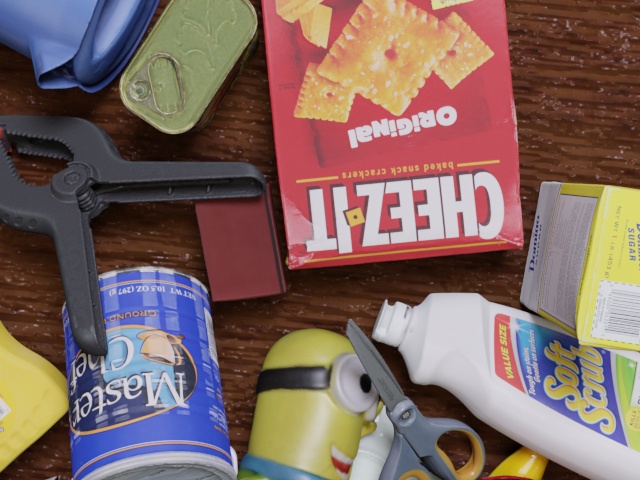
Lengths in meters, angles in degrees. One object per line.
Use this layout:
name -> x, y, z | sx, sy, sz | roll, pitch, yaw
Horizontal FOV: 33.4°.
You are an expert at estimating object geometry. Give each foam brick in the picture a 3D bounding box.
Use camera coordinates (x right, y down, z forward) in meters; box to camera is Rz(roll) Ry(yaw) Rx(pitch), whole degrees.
foam brick -> -0.055, 0.001, 0.752 | 0.051, 0.053, 0.078 | -10, 93, 1

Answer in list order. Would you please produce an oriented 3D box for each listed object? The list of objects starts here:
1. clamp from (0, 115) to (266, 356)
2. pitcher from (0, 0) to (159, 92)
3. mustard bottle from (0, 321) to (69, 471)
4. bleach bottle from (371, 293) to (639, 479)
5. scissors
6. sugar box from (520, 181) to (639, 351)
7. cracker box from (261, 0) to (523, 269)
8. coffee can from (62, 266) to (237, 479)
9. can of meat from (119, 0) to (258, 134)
clamp -> -0.163, -0.022, 0.711 | 0.210, 0.036, 0.164 | 25, 62, 23
pitcher -> -0.222, -0.216, 0.710 | 0.243, 0.149, 0.145 | 27, 112, 2
mustard bottle -> -0.270, 0.074, 0.757 | 0.096, 0.058, 0.191 | -41, 93, 4
bleach bottle -> 0.155, 0.106, 0.741 | 0.251, 0.068, 0.102 | 21, 60, 1
scissors -> 0.046, 0.133, 0.717 | 0.096, 0.016, 0.201 | -51, 131, 0
sugar box -> 0.172, 0.011, 0.688 | 0.048, 0.176, 0.093 | 10, 95, 2
cracker box -> 0.047, -0.094, 0.734 | 0.164, 0.072, 0.214 | -6, 95, 2
coffee can -> -0.115, 0.103, 0.703 | 0.103, 0.103, 0.140 | -13, 57, 1
can of meat -> -0.085, -0.122, 0.728 | 0.057, 0.084, 0.102 | 33, 94, -2
